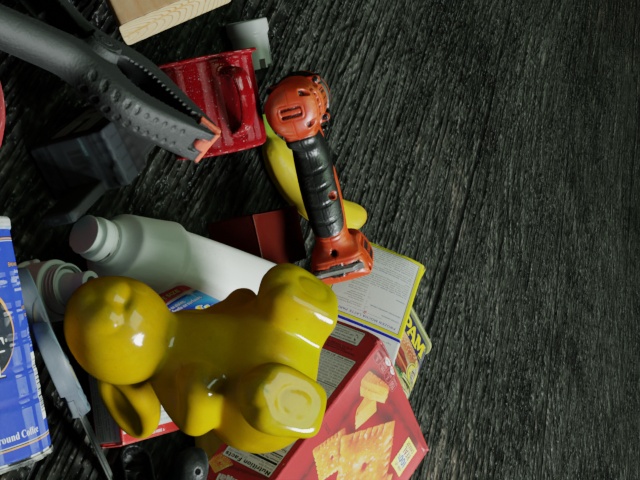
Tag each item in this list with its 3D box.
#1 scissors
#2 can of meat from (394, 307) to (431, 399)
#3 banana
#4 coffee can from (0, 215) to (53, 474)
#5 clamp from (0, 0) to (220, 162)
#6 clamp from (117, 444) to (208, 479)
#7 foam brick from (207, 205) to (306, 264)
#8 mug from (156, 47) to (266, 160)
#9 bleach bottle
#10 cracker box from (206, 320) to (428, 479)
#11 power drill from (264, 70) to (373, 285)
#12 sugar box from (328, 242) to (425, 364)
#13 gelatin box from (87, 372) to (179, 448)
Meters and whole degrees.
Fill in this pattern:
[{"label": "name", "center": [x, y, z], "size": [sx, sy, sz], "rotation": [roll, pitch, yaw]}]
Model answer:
[{"label": "scissors", "center": [-0.161, 0.110, 0.705], "size": [0.016, 0.096, 0.202], "rotation": [-24, 117, -14]}, {"label": "can of meat", "center": [0.069, 0.114, 1.139], "size": [0.102, 0.058, 0.083], "rotation": [61, 36, -28]}, {"label": "banana", "center": [-0.004, -0.050, 1.087], "size": [0.197, 0.037, 0.069], "rotation": [44, 46, -45]}, {"label": "coffee can", "center": [-0.218, 0.064, 0.615], "size": [0.102, 0.103, 0.140], "rotation": [-12, 91, -60]}, {"label": "clamp", "center": [-0.160, -0.121, 0.717], "size": [0.210, 0.036, 0.164], "rotation": [38, 20, -12]}, {"label": "clamp", "center": [-0.118, 0.223, 0.752], "size": [0.039, 0.120, 0.171], "rotation": [8, 86, -25]}, {"label": "foam brick", "center": [-0.056, 0.001, 0.965], "size": [0.078, 0.051, 0.053], "rotation": [-15, 94, -60]}, {"label": "mug", "center": [-0.086, -0.115, 0.897], "size": [0.093, 0.117, 0.081], "rotation": [-16, 101, -31]}, {"label": "bleach bottle", "center": [-0.100, 0.033, 0.838], "size": [0.250, 0.103, 0.068], "rotation": [27, 58, -51]}, {"label": "cracker box", "center": [-0.008, 0.196, 0.869], "size": [0.213, 0.072, 0.164], "rotation": [-51, 138, -28]}, {"label": "power drill", "center": [-0.001, -0.063, 0.977], "size": [0.184, 0.057, 0.187], "rotation": [-66, 140, -75]}, {"label": "sugar box", "center": [0.038, 0.078, 1.063], "size": [0.048, 0.093, 0.176], "rotation": [110, 3, -48]}, {"label": "gelatin box", "center": [-0.141, 0.106, 0.807], "size": [0.073, 0.030, 0.089], "rotation": [-3, 83, -59]}]
